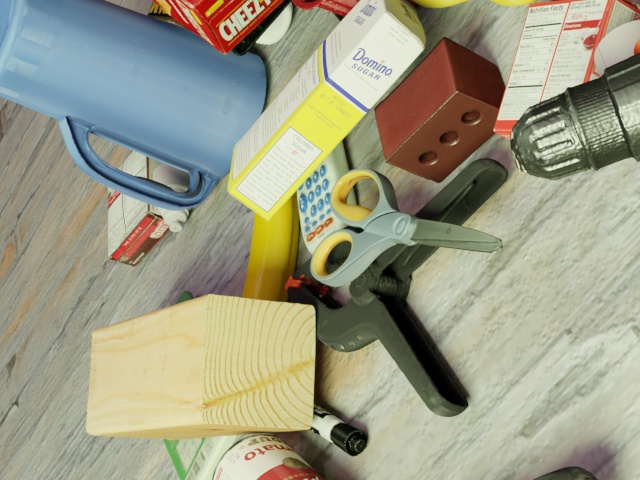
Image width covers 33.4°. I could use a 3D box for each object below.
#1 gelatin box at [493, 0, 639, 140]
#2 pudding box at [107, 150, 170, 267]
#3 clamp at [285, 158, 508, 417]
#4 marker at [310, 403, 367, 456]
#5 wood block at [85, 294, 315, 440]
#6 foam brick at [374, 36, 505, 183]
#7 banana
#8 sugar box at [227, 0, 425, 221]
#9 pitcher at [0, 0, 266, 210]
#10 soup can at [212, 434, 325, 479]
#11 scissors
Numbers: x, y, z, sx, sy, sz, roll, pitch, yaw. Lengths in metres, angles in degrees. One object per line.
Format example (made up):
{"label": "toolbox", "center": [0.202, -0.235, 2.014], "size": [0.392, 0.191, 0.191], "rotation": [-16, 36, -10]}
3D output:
{"label": "gelatin box", "center": [0.150, -0.103, 0.652], "size": [0.073, 0.030, 0.089], "rotation": [11, 83, 59]}
{"label": "pudding box", "center": [-0.188, -0.042, 1.123], "size": [0.090, 0.039, 0.113], "rotation": [-41, 44, 37]}
{"label": "clamp", "center": [0.047, 0.022, 0.736], "size": [0.210, 0.036, 0.164], "rotation": [8, 80, 57]}
{"label": "marker", "center": [-0.004, 0.129, 0.771], "size": [0.121, 0.020, 0.020], "rotation": [18, 89, 58]}
{"label": "wood block", "center": [-0.097, 0.103, 0.816], "size": [0.207, 0.090, 0.090], "rotation": [-18, 67, 55]}
{"label": "foam brick", "center": [0.083, -0.087, 0.725], "size": [0.078, 0.052, 0.051], "rotation": [-45, 40, 37]}
{"label": "banana", "center": [-0.045, 0.002, 0.885], "size": [0.070, 0.037, 0.198], "rotation": [-16, 61, 52]}
{"label": "sugar box", "center": [0.003, -0.104, 0.788], "size": [0.176, 0.048, 0.093], "rotation": [-44, 20, 21]}
{"label": "pitcher", "center": [-0.182, -0.140, 0.973], "size": [0.145, 0.242, 0.149], "rotation": [-55, 34, 26]}
{"label": "soup can", "center": [-0.025, 0.183, 0.730], "size": [0.102, 0.068, 0.068], "rotation": [28, 98, 58]}
{"label": "scissors", "center": [0.044, 0.007, 0.694], "size": [0.096, 0.016, 0.202], "rotation": [-61, 28, 8]}
